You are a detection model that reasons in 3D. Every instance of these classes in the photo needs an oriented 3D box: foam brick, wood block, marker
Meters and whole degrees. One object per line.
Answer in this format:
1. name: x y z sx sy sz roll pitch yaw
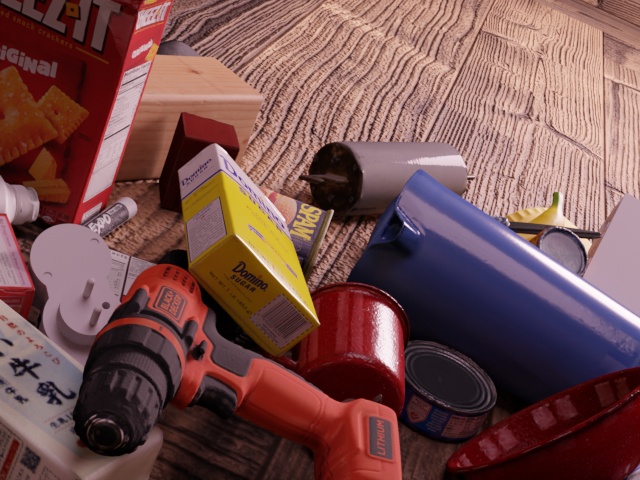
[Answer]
1. foam brick: -0.112 -0.068 0.969 0.053 0.078 0.051 14 30 -18
2. wood block: -0.167 -0.118 1.003 0.205 0.090 0.091 -8 39 -46
3. marker: -0.184 -0.008 0.865 0.020 0.020 0.121 27 26 7

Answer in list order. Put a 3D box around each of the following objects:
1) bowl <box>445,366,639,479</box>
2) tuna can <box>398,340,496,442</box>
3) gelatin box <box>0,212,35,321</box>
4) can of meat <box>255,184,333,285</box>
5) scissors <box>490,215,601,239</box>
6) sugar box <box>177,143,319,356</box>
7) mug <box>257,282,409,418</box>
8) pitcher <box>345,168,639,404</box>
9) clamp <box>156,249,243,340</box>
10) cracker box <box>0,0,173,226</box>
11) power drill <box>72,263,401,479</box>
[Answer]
1. bowl: 0.173 0.149 0.757 0.161 0.162 0.055 -21 83 -55
2. tuna can: 0.093 0.118 0.839 0.086 0.034 0.086 19 27 -10
3. gelatin box: -0.218 0.034 0.699 0.030 0.073 0.089 3 34 -33
4. can of meat: -0.041 -0.003 0.931 0.084 0.057 0.102 21 26 0
5. scissors: 0.153 -0.007 1.015 0.202 0.016 0.096 16 38 34
6. sugar box: -0.055 0.001 0.763 0.093 0.048 0.176 49 11 -26
7. mug: 0.009 0.086 0.769 0.117 0.093 0.081 24 31 -12
8. pitcher: 0.149 0.055 0.915 0.243 0.145 0.149 32 39 8
9. clamp: -0.081 0.031 0.801 0.120 0.039 0.171 44 13 23
10. cracker box: -0.227 -0.134 0.844 0.164 0.214 0.072 26 27 5
11. power drill: -0.043 0.098 0.603 0.187 0.057 0.184 34 19 -10
